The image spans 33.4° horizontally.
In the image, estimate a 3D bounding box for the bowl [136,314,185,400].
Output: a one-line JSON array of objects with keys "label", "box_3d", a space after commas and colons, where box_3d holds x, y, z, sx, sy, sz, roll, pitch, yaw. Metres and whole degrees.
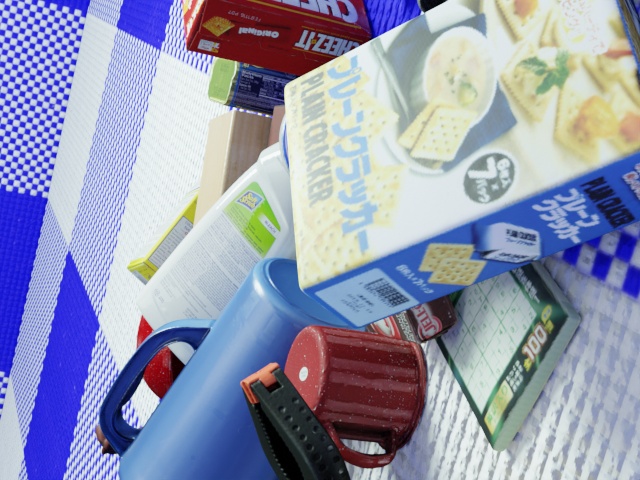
[{"label": "bowl", "box_3d": [-0.162, 0.113, 1.182, 0.162, 0.055, 0.162, 3, -90, -78]}]

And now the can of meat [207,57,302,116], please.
[{"label": "can of meat", "box_3d": [-0.069, -0.164, 1.149, 0.102, 0.083, 0.057, -150, 72, -67]}]

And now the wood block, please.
[{"label": "wood block", "box_3d": [-0.076, -0.020, 1.093, 0.091, 0.090, 0.206, 177, 102, -68]}]

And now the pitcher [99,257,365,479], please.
[{"label": "pitcher", "box_3d": [-0.074, 0.131, 0.919, 0.243, 0.149, 0.145, -58, 44, 21]}]

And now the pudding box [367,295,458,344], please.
[{"label": "pudding box", "box_3d": [0.043, 0.013, 0.747, 0.113, 0.039, 0.090, 68, 161, -8]}]

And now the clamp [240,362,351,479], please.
[{"label": "clamp", "box_3d": [0.000, 0.187, 0.764, 0.210, 0.036, 0.165, 60, 156, 0]}]

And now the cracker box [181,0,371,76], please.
[{"label": "cracker box", "box_3d": [-0.050, -0.257, 1.038, 0.214, 0.164, 0.072, -101, 28, -42]}]

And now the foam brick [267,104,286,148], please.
[{"label": "foam brick", "box_3d": [-0.013, -0.101, 1.026, 0.078, 0.053, 0.051, -166, 87, -68]}]

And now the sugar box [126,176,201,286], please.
[{"label": "sugar box", "box_3d": [-0.145, -0.025, 1.222, 0.176, 0.048, 0.093, -51, 13, -19]}]

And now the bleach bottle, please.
[{"label": "bleach bottle", "box_3d": [-0.056, 0.001, 0.951, 0.251, 0.102, 0.068, -46, -9, 24]}]

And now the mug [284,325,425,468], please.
[{"label": "mug", "box_3d": [0.024, 0.118, 0.798, 0.093, 0.081, 0.117, 122, 150, -42]}]
